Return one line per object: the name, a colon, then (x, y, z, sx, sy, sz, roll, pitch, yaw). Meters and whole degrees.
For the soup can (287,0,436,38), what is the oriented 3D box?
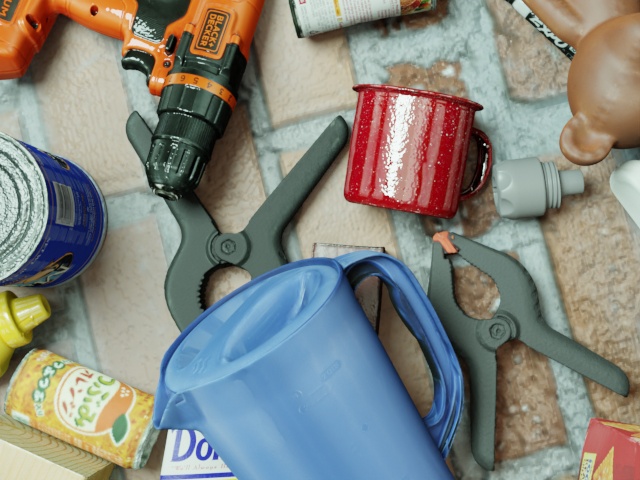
soup can: (0.026, -0.188, 0.764, 0.102, 0.068, 0.068, -12, 86, 3)

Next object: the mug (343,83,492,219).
mug: (0.071, -0.059, 0.752, 0.117, 0.093, 0.081, 8, 93, -32)

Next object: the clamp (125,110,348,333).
clamp: (-0.055, 0.001, 0.776, 0.164, 0.036, 0.210, -5, 83, 4)

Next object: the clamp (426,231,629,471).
clamp: (0.138, 0.065, 0.759, 0.120, 0.039, 0.171, -21, 86, 1)

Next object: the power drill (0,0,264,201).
power drill: (-0.146, -0.131, 0.763, 0.187, 0.057, 0.184, 16, 71, 4)

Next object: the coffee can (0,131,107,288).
coffee can: (-0.215, -0.018, 0.736, 0.103, 0.140, 0.103, 0, 87, 4)

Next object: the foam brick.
foam brick: (0.018, 0.042, 0.761, 0.051, 0.053, 0.078, 5, 88, 4)

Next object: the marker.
marker: (0.169, -0.156, 0.777, 0.121, 0.020, 0.020, 43, 91, 5)

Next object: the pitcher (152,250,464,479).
pitcher: (0.021, 0.135, 0.694, 0.149, 0.144, 0.242, -23, 110, 27)
